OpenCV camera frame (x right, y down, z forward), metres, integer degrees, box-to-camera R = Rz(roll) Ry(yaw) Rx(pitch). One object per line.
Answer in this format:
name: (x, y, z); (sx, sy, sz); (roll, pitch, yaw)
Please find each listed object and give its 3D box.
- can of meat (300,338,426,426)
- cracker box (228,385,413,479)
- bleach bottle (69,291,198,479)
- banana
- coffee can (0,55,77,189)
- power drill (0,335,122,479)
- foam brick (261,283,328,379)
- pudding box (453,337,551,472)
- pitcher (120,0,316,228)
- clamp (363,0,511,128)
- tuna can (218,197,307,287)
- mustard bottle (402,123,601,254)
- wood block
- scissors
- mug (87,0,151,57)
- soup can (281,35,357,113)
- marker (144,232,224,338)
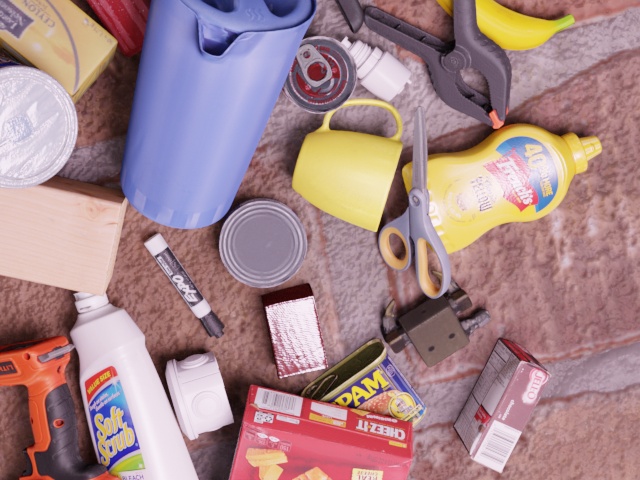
can of meat: (0.045, 0.164, 1.075); (0.102, 0.057, 0.084); (-36, 104, 2)
cracker box: (-0.014, 0.262, 1.044); (0.164, 0.072, 0.214); (13, 115, -1)
bleach bottle: (-0.192, 0.167, 1.044); (0.103, 0.067, 0.251); (-15, 96, 39)
banana: (0.147, -0.240, 1.025); (0.197, 0.037, 0.069); (34, 81, -11)
coffee can: (-0.285, -0.110, 0.931); (0.102, 0.140, 0.103); (-11, 112, -31)
power drill: (-0.282, 0.193, 1.032); (0.185, 0.057, 0.187); (-13, 96, 26)
foam brick: (-0.026, 0.089, 1.057); (0.051, 0.053, 0.078); (-11, 100, -3)
pudding box: (0.180, 0.162, 1.069); (0.039, 0.090, 0.113); (26, 97, -8)
pitcher: (-0.099, -0.135, 0.938); (0.148, 0.145, 0.243); (-18, 146, -38)
clamp: (0.134, -0.186, 1.010); (0.171, 0.039, 0.120); (44, 136, -14)
tuna can: (-0.057, 0.001, 1.048); (0.086, 0.034, 0.086); (-1, 100, -5)
mustard bottle: (0.184, -0.061, 1.046); (0.191, 0.058, 0.096); (-21, 102, -2)
wood block: (-0.292, -0.020, 0.996); (0.206, 0.090, 0.091); (12, 99, -8)
scissors: (0.081, -0.037, 1.013); (0.016, 0.096, 0.202); (-31, 119, -33)
mug: (-0.161, -0.221, 0.962); (0.093, 0.117, 0.081); (-37, 106, -15)
soup can: (-0.005, -0.155, 0.990); (0.068, 0.102, 0.068); (-1, 100, -5)
marker: (-0.133, 0.047, 1.057); (0.020, 0.020, 0.121); (-34, 101, 1)
